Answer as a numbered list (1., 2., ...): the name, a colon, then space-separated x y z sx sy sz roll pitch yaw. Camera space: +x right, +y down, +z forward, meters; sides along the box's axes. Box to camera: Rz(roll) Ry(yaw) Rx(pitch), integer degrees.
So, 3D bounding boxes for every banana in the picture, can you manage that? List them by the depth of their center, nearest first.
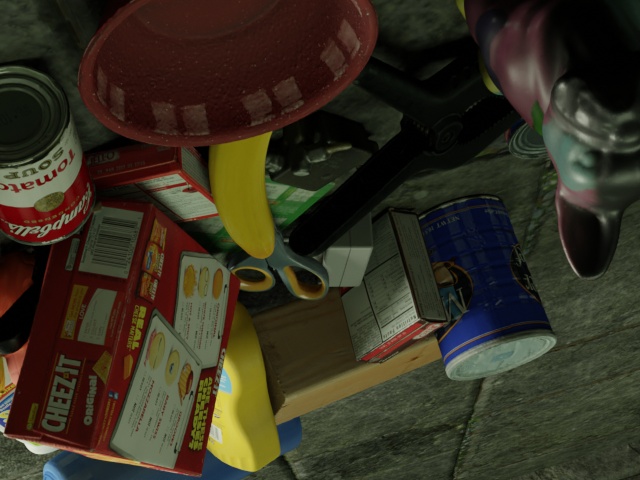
1. banana: -0.038 -0.061 0.690 0.069 0.037 0.198 16 132 -10

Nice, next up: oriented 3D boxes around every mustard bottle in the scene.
1. mustard bottle: -0.087 0.109 0.945 0.058 0.096 0.191 -28 128 -28

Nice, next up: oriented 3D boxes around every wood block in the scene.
1. wood block: 0.027 0.096 1.038 0.205 0.090 0.091 -18 159 -25

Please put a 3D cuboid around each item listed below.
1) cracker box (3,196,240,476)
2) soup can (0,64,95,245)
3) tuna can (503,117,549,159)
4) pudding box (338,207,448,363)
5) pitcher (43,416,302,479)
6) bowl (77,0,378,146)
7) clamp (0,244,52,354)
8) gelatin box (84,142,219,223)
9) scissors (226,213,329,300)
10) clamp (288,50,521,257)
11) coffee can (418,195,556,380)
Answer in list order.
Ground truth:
1. cracker box: -0.132 0.077 0.768 0.072 0.164 0.213 8 166 14
2. soup can: -0.174 -0.049 0.630 0.068 0.068 0.102 -13 157 -9
3. tuna can: 0.178 -0.098 0.810 0.086 0.034 0.086 -15 158 -6
4. pudding box: 0.059 0.041 0.946 0.039 0.113 0.090 8 147 -40
5. pitcher: -0.149 0.217 1.080 0.242 0.149 0.145 -29 -165 -28
6. bowl: -0.053 -0.115 0.572 0.162 0.055 0.162 -13 156 -6
7. clamp: -0.186 0.011 0.754 0.039 0.120 0.171 6 -176 12
8. gelatin box: -0.112 -0.039 0.733 0.073 0.030 0.089 -10 160 16
9. scissors: -0.056 0.001 0.848 0.096 0.016 0.201 -5 150 23
10. clamp: 0.071 -0.084 0.712 0.209 0.036 0.165 -26 147 -25
11. coffee can: 0.143 0.044 0.977 0.102 0.140 0.103 -14 158 -6
